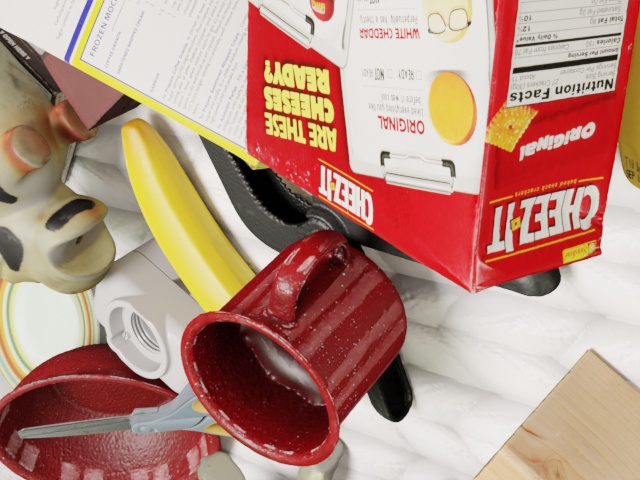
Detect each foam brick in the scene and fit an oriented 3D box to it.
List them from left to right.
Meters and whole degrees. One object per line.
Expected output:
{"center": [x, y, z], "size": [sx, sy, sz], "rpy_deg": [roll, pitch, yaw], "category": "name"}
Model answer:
{"center": [-0.111, -0.108, 0.603], "size": [0.078, 0.052, 0.051], "rpy_deg": [-30, 93, 50], "category": "foam brick"}

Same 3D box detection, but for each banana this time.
{"center": [-0.059, 0.013, 0.644], "size": [0.198, 0.037, 0.070], "rpy_deg": [49, 140, 11], "category": "banana"}

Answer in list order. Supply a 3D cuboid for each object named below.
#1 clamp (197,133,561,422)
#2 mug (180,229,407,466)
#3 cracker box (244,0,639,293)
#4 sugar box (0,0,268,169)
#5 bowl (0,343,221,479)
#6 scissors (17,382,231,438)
{"center": [0.017, -0.011, 0.557], "size": [0.210, 0.036, 0.165], "rpy_deg": [50, 138, 1], "category": "clamp"}
{"center": [-0.009, 0.043, 0.529], "size": [0.093, 0.081, 0.117], "rpy_deg": [26, 135, 22], "category": "mug"}
{"center": [0.039, -0.113, 0.388], "size": [0.164, 0.072, 0.214], "rpy_deg": [35, 130, 51], "category": "cracker box"}
{"center": [-0.078, -0.116, 0.523], "size": [0.176, 0.048, 0.093], "rpy_deg": [31, 102, 14], "category": "sugar box"}
{"center": [-0.150, 0.121, 0.754], "size": [0.162, 0.055, 0.162], "rpy_deg": [0, 138, -1], "category": "bowl"}
{"center": [-0.106, 0.106, 0.673], "size": [0.202, 0.016, 0.096], "rpy_deg": [-1, 149, 4], "category": "scissors"}
